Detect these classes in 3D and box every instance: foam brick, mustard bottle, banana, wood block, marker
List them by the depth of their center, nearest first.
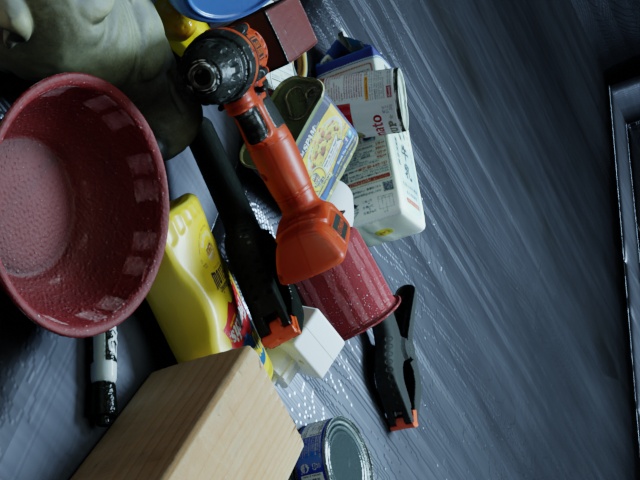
[{"bbox_3d":[-0.094,0.164,0.669,0.091,0.090,0.205,64,26,-17],"label":"wood block"},{"bbox_3d":[-0.145,0.065,0.714,0.020,0.020,0.121,34,44,-52],"label":"marker"},{"bbox_3d":[-0.082,0.065,0.794,0.096,0.058,0.191,-66,134,-73],"label":"mustard bottle"},{"bbox_3d":[-0.106,-0.169,0.880,0.070,0.037,0.197,35,1,11],"label":"banana"},{"bbox_3d":[-0.046,-0.182,0.952,0.051,0.053,0.078,64,28,-14],"label":"foam brick"}]

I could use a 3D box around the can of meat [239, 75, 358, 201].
[{"bbox_3d":[-0.017,-0.088,1.000,0.083,0.058,0.102,45,68,-48],"label":"can of meat"}]

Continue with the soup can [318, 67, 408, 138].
[{"bbox_3d":[0.035,-0.138,1.093,0.068,0.102,0.068,-6,90,-78],"label":"soup can"}]

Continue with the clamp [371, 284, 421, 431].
[{"bbox_3d":[0.082,0.111,1.118,0.120,0.039,0.171,8,72,-57],"label":"clamp"}]

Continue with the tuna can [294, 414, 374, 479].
[{"bbox_3d":[0.012,0.197,0.923,0.086,0.034,0.086,43,37,-45],"label":"tuna can"}]

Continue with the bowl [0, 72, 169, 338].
[{"bbox_3d":[-0.165,-0.021,0.663,0.161,0.055,0.162,-1,91,-60],"label":"bowl"}]

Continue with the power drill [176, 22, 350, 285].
[{"bbox_3d":[-0.040,-0.066,0.771,0.184,0.057,0.187,-72,139,-74],"label":"power drill"}]

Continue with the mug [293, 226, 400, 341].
[{"bbox_3d":[0.005,0.046,0.967,0.117,0.093,0.081,-33,100,-27],"label":"mug"}]

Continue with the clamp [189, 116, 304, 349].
[{"bbox_3d":[-0.056,0.001,0.845,0.164,0.036,0.210,57,8,-32],"label":"clamp"}]
